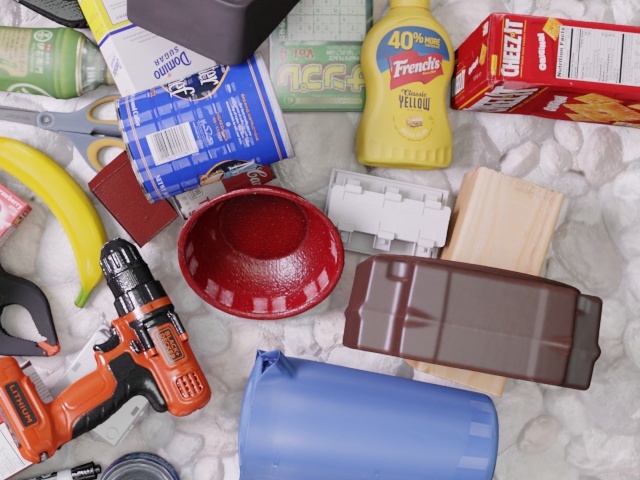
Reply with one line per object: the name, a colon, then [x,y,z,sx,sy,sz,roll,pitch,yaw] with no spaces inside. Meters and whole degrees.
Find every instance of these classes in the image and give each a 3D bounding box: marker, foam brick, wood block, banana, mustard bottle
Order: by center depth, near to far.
foam brick: [-0.185,-0.041,1.052,0.051,0.053,0.078,-40,108,-3]
banana: [-0.264,-0.032,1.063,0.069,0.037,0.198,-31,91,-4]
wood block: [0.162,0.040,1.066,0.090,0.091,0.206,18,88,-3]
marker: [-0.279,0.244,1.067,0.121,0.020,0.020,-14,90,-4]
mustard bottle: [0.088,-0.170,1.079,0.096,0.058,0.191,3,88,-15]

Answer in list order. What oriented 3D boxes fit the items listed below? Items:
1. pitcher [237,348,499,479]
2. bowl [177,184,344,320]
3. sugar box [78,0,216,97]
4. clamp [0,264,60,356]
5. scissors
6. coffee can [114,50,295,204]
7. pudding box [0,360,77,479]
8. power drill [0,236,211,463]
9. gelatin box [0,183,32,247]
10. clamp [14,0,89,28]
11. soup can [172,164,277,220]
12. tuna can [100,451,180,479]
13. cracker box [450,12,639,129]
pitcher: [0.041,0.195,1.038,0.242,0.149,0.145,9,76,-3]
bowl: [-0.057,0.001,1.047,0.162,0.055,0.162,1,128,1]
sugar box: [-0.179,-0.228,1.025,0.093,0.048,0.176,-25,96,-27]
clamp: [-0.336,0.064,1.056,0.120,0.039,0.171,-43,87,-1]
scissors: [-0.265,-0.102,1.075,0.201,0.016,0.096,-6,90,-4]
coffee can: [-0.105,-0.103,0.979,0.140,0.103,0.103,-19,91,-1]
pudding box: [-0.304,0.181,1.034,0.114,0.039,0.090,-31,93,28]
power drill: [-0.215,0.107,0.995,0.187,0.057,0.184,-26,82,-23]
gelatin box: [-0.338,-0.031,1.035,0.089,0.030,0.073,38,81,3]
clamp: [-0.212,-0.273,1.070,0.210,0.036,0.164,0,88,-8]
soup can: [-0.103,-0.071,1.060,0.102,0.068,0.068,-26,91,-4]
tuna can: [-0.181,0.256,1.066,0.086,0.034,0.086,0,89,-4]
cracker box: [0.248,-0.159,1.039,0.213,0.164,0.072,5,87,-4]
